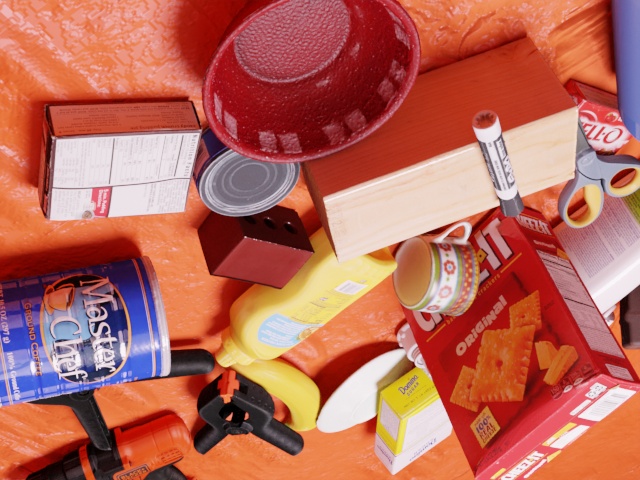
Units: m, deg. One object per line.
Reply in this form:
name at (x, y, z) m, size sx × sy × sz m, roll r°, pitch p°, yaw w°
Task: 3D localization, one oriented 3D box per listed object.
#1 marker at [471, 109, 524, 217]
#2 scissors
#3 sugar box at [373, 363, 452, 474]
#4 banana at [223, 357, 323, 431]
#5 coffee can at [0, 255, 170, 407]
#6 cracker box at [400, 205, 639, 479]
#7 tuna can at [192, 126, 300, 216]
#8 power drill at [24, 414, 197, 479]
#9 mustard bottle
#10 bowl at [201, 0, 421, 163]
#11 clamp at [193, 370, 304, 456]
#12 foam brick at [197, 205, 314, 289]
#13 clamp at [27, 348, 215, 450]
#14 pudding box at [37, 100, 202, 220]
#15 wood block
marker at (0.136, -0.055, 0.810) m, size 0.020 × 0.020 × 0.121 m, roll -26°, pitch 142°, yaw 4°
scissors at (0.249, -0.079, 0.941) m, size 0.096 × 0.016 × 0.202 m, roll -23°, pitch 146°, yaw -7°
sugar box at (0.109, 0.195, 1.201) m, size 0.093 × 0.048 × 0.176 m, roll -31°, pitch 156°, yaw -18°
banana at (-0.039, 0.163, 1.126) m, size 0.069 × 0.037 × 0.197 m, roll -24°, pitch 143°, yaw 2°
coffee can at (-0.203, 0.074, 0.880) m, size 0.140 × 0.103 × 0.103 m, roll -10°, pitch 141°, yaw -16°
cracker box at (0.179, 0.095, 1.007) m, size 0.072 × 0.214 × 0.164 m, roll 18°, pitch 127°, yaw -38°
tuna can at (-0.060, -0.059, 0.846) m, size 0.086 × 0.034 × 0.086 m, roll -14°, pitch 142°, yaw -11°
power drill at (-0.211, 0.272, 1.157) m, size 0.184 × 0.057 × 0.187 m, roll -20°, pitch 143°, yaw -3°
mustard bottle at (-0.026, 0.058, 0.985) m, size 0.192 × 0.058 × 0.096 m, roll -40°, pitch 151°, yaw 21°
bowl at (-0.012, -0.131, 0.764) m, size 0.162 × 0.055 × 0.162 m, roll -14°, pitch 142°, yaw -11°
clamp at (-0.093, 0.185, 1.105) m, size 0.120 × 0.039 × 0.171 m, roll -10°, pitch 143°, yaw 9°
foam brick at (-0.056, 0.001, 0.907) m, size 0.078 × 0.053 × 0.051 m, roll 13°, pitch 131°, yaw -39°
clamp at (-0.225, 0.134, 0.997) m, size 0.209 × 0.036 × 0.165 m, roll 22°, pitch 125°, yaw -40°
pudding box at (-0.151, -0.059, 0.797) m, size 0.113 × 0.039 × 0.090 m, roll -6°, pitch 140°, yaw -23°
wood block at (0.091, -0.072, 0.859) m, size 0.206 × 0.091 × 0.090 m, roll -20°, pitch 143°, yaw -4°
